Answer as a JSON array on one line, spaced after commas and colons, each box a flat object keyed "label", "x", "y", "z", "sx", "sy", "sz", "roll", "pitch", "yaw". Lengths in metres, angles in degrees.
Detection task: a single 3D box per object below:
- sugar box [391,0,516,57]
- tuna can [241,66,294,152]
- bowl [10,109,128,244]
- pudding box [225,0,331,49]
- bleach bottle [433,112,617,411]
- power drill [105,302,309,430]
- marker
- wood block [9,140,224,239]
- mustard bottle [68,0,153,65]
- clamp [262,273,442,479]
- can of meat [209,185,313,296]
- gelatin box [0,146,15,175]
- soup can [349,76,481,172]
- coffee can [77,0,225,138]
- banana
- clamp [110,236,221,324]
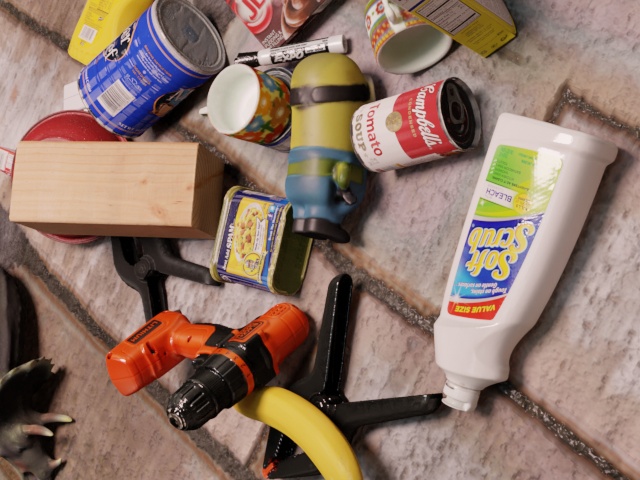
[{"label": "sugar box", "x": 0.097, "y": -0.227, "z": 0.920, "sx": 0.048, "sy": 0.175, "sz": 0.093, "roll": -36, "pitch": 61, "yaw": 29}, {"label": "tuna can", "x": -0.042, "y": -0.137, "z": 1.114, "sx": 0.086, "sy": 0.033, "sz": 0.086, "roll": -9, "pitch": 76, "yaw": 39}, {"label": "bowl", "x": -0.301, "y": -0.075, "z": 1.256, "sx": 0.162, "sy": 0.055, "sz": 0.162, "roll": 1, "pitch": 93, "yaw": 10}, {"label": "pudding box", "x": -0.039, "y": -0.263, "z": 1.108, "sx": 0.114, "sy": 0.039, "sz": 0.090, "roll": -41, "pitch": 90, "yaw": 26}, {"label": "bleach bottle", "x": 0.160, "y": 0.025, "z": 0.897, "sx": 0.103, "sy": 0.067, "sz": 0.251, "roll": 23, "pitch": 99, "yaw": 41}, {"label": "power drill", "x": -0.126, "y": 0.123, "z": 1.055, "sx": 0.188, "sy": 0.184, "sz": 0.057, "roll": -1, "pitch": 115, "yaw": 42}, {"label": "marker", "x": -0.032, "y": -0.193, "z": 1.100, "sx": 0.121, "sy": 0.020, "sz": 0.020, "roll": -7, "pitch": 77, "yaw": 18}, {"label": "wood block", "x": -0.218, "y": -0.054, "z": 1.154, "sx": 0.206, "sy": 0.090, "sz": 0.090, "roll": 2, "pitch": 80, "yaw": 14}, {"label": "mustard bottle", "x": -0.240, "y": -0.300, "z": 1.295, "sx": 0.096, "sy": 0.058, "sz": 0.192, "roll": 32, "pitch": 102, "yaw": 44}, {"label": "clamp", "x": 0.007, "y": 0.146, "z": 1.016, "sx": 0.210, "sy": 0.036, "sz": 0.165, "roll": -47, "pitch": 57, "yaw": 27}, {"label": "can of meat", "x": -0.057, "y": 0.001, "z": 1.086, "sx": 0.084, "sy": 0.057, "sz": 0.102, "roll": 13, "pitch": 90, "yaw": 39}, {"label": "gelatin box", "x": -0.364, "y": -0.091, "z": 1.349, "sx": 0.089, "sy": 0.073, "sz": 0.030, "roll": 21, "pitch": 96, "yaw": 40}, {"label": "soup can", "x": 0.087, "y": -0.104, "z": 0.978, "sx": 0.102, "sy": 0.068, "sz": 0.068, "roll": -12, "pitch": 74, "yaw": 39}, {"label": "coffee can", "x": -0.191, "y": -0.195, "z": 1.205, "sx": 0.141, "sy": 0.102, "sz": 0.103, "roll": -34, "pitch": 62, "yaw": 31}, {"label": "banana", "x": -0.018, "y": 0.182, "z": 0.982, "sx": 0.198, "sy": 0.037, "sz": 0.070, "roll": 41, "pitch": 112, "yaw": 39}, {"label": "clamp", "x": -0.190, "y": 0.044, "z": 1.202, "sx": 0.172, "sy": 0.039, "sz": 0.120, "roll": 41, "pitch": 103, "yaw": 34}]
